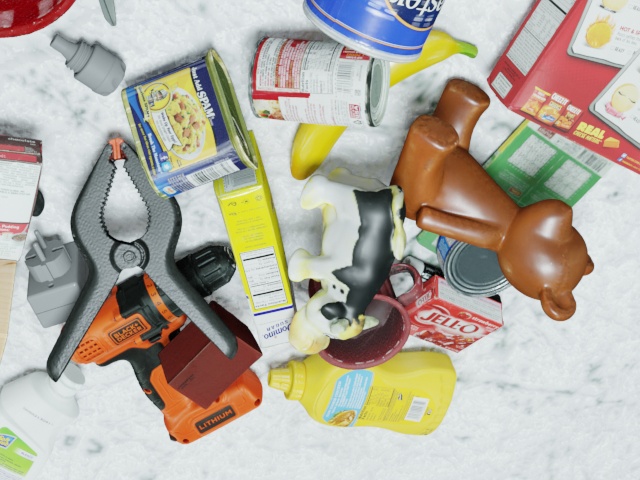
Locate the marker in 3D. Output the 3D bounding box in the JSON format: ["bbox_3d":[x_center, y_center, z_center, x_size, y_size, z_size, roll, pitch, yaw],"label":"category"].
[{"bbox_3d":[0.134,0.045,1.075,0.121,0.020,0.020,23,118,-25],"label":"marker"}]

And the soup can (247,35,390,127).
[{"bbox_3d":[0.000,-0.129,0.867,0.102,0.068,0.068,7,128,16],"label":"soup can"}]

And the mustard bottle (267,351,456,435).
[{"bbox_3d":[0.038,0.153,1.109,0.191,0.058,0.096,8,125,-17],"label":"mustard bottle"}]

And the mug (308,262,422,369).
[{"bbox_3d":[0.043,0.058,1.027,0.117,0.081,0.093,-30,126,11],"label":"mug"}]

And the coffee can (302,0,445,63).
[{"bbox_3d":[0.059,-0.222,0.813,0.102,0.103,0.140,14,122,-20],"label":"coffee can"}]

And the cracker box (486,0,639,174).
[{"bbox_3d":[0.266,-0.180,0.899,0.164,0.072,0.214,21,114,-25],"label":"cracker box"}]

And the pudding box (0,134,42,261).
[{"bbox_3d":[-0.282,-0.036,0.878,0.089,0.039,0.114,7,128,-22],"label":"pudding box"}]

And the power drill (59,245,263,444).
[{"bbox_3d":[-0.131,0.104,1.043,0.184,0.057,0.187,-28,124,7],"label":"power drill"}]

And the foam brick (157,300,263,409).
[{"bbox_3d":[-0.103,0.105,0.986,0.078,0.051,0.053,-43,123,8],"label":"foam brick"}]

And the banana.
[{"bbox_3d":[0.041,-0.125,0.921,0.198,0.037,0.069,-34,123,13],"label":"banana"}]

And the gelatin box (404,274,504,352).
[{"bbox_3d":[0.127,0.076,1.074,0.089,0.030,0.073,22,141,-25],"label":"gelatin box"}]

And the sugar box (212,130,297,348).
[{"bbox_3d":[-0.056,0.001,0.959,0.048,0.093,0.176,-14,128,2],"label":"sugar box"}]

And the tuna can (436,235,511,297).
[{"bbox_3d":[0.156,0.012,1.026,0.086,0.034,0.086,-6,127,-8],"label":"tuna can"}]

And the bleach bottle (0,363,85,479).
[{"bbox_3d":[-0.320,0.218,1.084,0.102,0.068,0.251,35,111,-30],"label":"bleach bottle"}]

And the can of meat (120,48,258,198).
[{"bbox_3d":[-0.108,-0.093,0.877,0.084,0.102,0.057,-20,166,7],"label":"can of meat"}]

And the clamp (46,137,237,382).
[{"bbox_3d":[-0.153,0.017,0.922,0.164,0.036,0.210,0,93,-8],"label":"clamp"}]
